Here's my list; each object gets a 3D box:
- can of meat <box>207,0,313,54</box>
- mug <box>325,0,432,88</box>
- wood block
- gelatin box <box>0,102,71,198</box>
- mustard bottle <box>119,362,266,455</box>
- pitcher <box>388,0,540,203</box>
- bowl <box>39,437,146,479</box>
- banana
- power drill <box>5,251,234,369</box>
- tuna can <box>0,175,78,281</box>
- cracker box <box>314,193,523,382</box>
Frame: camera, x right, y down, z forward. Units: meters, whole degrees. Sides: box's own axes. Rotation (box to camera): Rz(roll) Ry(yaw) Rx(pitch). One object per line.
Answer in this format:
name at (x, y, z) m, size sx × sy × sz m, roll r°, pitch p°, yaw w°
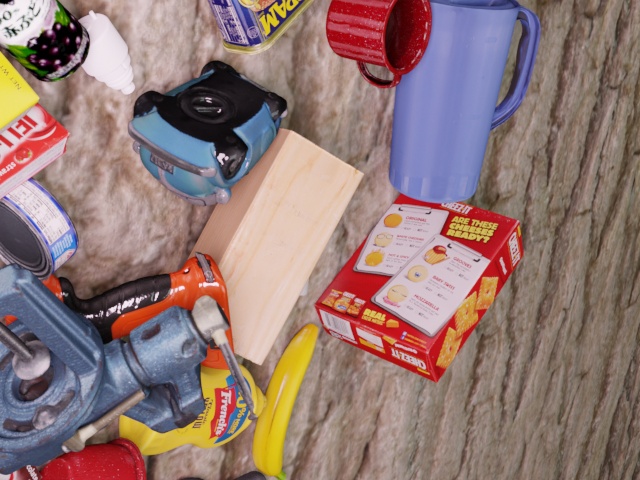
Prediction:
can of meat at (-0.061, -0.236, 0.985) m, size 0.102 × 0.058 × 0.084 m, roll -51°, pitch 139°, yaw -28°
mug at (0.061, -0.219, 1.141) m, size 0.093 × 0.082 × 0.117 m, roll -39°, pitch 135°, yaw -38°
wood block at (-0.056, 0.002, 1.028) m, size 0.090 × 0.091 × 0.206 m, roll 29°, pitch 89°, yaw -24°
gelatin box at (-0.242, -0.075, 0.790) m, size 0.089 × 0.073 × 0.030 m, roll -44°, pitch 175°, yaw -34°
mustard bottle at (-0.118, 0.167, 1.098) m, size 0.191 × 0.058 × 0.096 m, roll 11°, pitch 98°, yaw -56°
pitcher at (0.158, -0.172, 1.254) m, size 0.144 × 0.149 × 0.243 m, roll -37°, pitch 139°, yaw -57°
bowl at (-0.219, 0.242, 0.930) m, size 0.055 × 0.162 × 0.162 m, roll 28°, pitch 82°, yaw -31°
banana at (-0.045, 0.192, 1.238) m, size 0.069 × 0.037 × 0.198 m, roll -15°, pitch 121°, yaw -71°
power drill at (-0.170, 0.093, 0.919) m, size 0.187 × 0.057 × 0.184 m, roll -12°, pitch 124°, yaw -16°
tuna can at (-0.230, -0.012, 0.828) m, size 0.033 × 0.086 × 0.086 m, roll -46°, pitch 139°, yaw -34°
cracker box at (0.122, 0.048, 1.284) m, size 0.213 × 0.164 × 0.072 m, roll -51°, pitch 143°, yaw -27°
